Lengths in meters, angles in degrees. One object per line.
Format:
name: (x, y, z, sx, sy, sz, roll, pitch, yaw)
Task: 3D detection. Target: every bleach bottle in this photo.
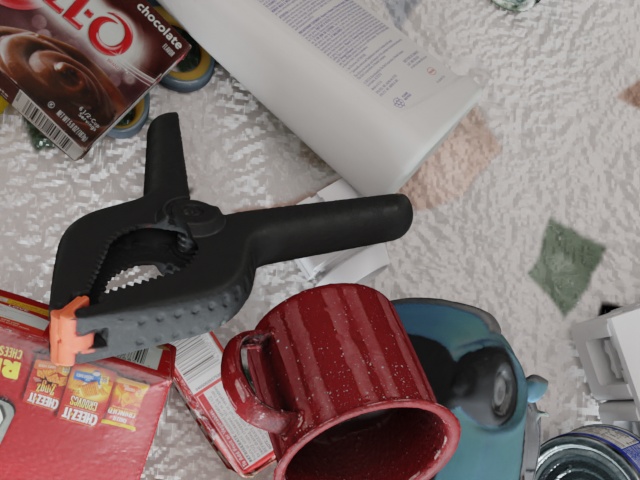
bleach bottle: (-0.029, -0.134, 0.620, 0.251, 0.068, 0.102, 42, 40, 4)

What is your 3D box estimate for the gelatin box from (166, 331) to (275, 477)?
gelatin box: (-0.059, 0.083, 0.577, 0.030, 0.073, 0.089, -32, 89, -14)

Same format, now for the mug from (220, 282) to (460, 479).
mug: (0.002, 0.073, 0.519, 0.117, 0.093, 0.081, 14, 38, -34)

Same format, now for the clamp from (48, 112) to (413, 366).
clamp: (-0.053, 0.001, 0.527, 0.165, 0.036, 0.209, 16, 32, 14)

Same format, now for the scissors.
scissors: (-0.125, -0.160, 0.634, 0.096, 0.016, 0.202, -13, 84, -15)

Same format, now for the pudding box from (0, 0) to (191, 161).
pudding box: (-0.142, -0.113, 0.580, 0.113, 0.039, 0.090, 46, 66, -13)

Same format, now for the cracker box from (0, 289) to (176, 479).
cracker box: (-0.178, 0.129, 0.514, 0.164, 0.072, 0.214, 18, 99, -7)
